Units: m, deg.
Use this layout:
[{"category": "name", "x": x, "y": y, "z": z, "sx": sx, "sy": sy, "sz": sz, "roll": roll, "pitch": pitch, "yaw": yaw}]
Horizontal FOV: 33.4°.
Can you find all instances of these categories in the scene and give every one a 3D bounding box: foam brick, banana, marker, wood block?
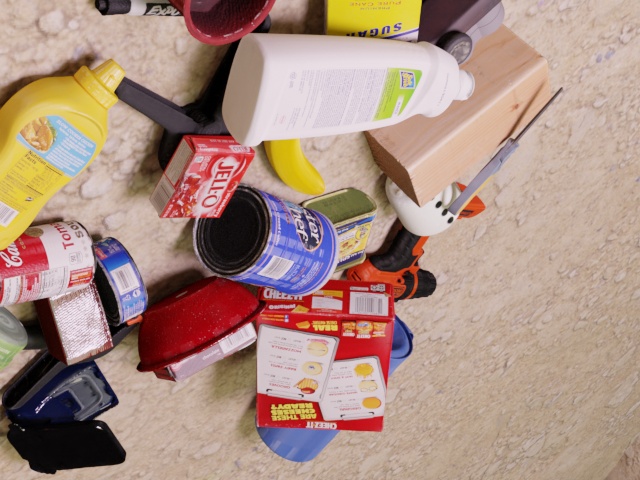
[{"category": "foam brick", "x": -0.249, "y": 0.076, "z": 1.065, "sx": 0.051, "sy": 0.053, "sz": 0.078, "roll": -23, "pitch": 113, "yaw": -30}, {"category": "banana", "x": -0.025, "y": -0.102, "z": 1.129, "sx": 0.069, "sy": 0.037, "sz": 0.198, "roll": -4, "pitch": 148, "yaw": -5}, {"category": "marker", "x": -0.137, "y": -0.200, "z": 0.906, "sx": 0.120, "sy": 0.020, "sz": 0.020, "roll": -10, "pitch": 137, "yaw": -43}, {"category": "wood block", "x": 0.162, "y": -0.147, "z": 1.253, "sx": 0.206, "sy": 0.090, "sz": 0.090, "roll": -38, "pitch": 149, "yaw": -7}]

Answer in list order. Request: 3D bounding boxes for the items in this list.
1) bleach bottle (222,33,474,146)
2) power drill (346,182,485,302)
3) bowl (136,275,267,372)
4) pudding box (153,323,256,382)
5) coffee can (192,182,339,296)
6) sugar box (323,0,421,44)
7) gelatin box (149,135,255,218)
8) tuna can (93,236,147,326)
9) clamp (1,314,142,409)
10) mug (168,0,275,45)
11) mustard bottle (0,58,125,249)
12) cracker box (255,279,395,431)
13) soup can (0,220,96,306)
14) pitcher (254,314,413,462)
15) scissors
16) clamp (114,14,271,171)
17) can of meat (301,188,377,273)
[{"category": "bleach bottle", "x": 0.037, "y": -0.143, "z": 1.018, "sx": 0.250, "sy": 0.068, "sz": 0.103, "roll": -4, "pitch": 130, "yaw": -31}, {"category": "power drill", "x": 0.141, "y": 0.007, "z": 1.456, "sx": 0.184, "sy": 0.057, "sz": 0.188, "roll": 5, "pitch": 126, "yaw": -52}, {"category": "bowl", "x": -0.142, "y": 0.083, "z": 1.182, "sx": 0.162, "sy": 0.055, "sz": 0.162, "roll": -25, "pitch": -172, "yaw": 4}, {"category": "pudding box", "x": -0.141, "y": 0.124, "z": 1.254, "sx": 0.113, "sy": 0.039, "sz": 0.090, "roll": -26, "pitch": -172, "yaw": -23}, {"category": "coffee can", "x": -0.058, "y": 0.001, "z": 1.173, "sx": 0.103, "sy": 0.103, "sz": 0.140, "roll": -50, "pitch": 149, "yaw": 13}, {"category": "sugar box", "x": 0.049, "y": -0.232, "z": 1.023, "sx": 0.093, "sy": 0.048, "sz": 0.176, "roll": -3, "pitch": 139, "yaw": -2}, {"category": "gelatin box", "x": -0.113, "y": -0.061, "z": 1.030, "sx": 0.073, "sy": 0.030, "sz": 0.089, "roll": -2, "pitch": 138, "yaw": -43}, {"category": "tuna can", "x": -0.208, "y": 0.040, "z": 1.066, "sx": 0.033, "sy": 0.086, "sz": 0.086, "roll": -27, "pitch": 147, "yaw": -27}, {"category": "clamp", "x": -0.272, "y": 0.103, "z": 1.120, "sx": 0.171, "sy": 0.039, "sz": 0.120, "roll": -32, "pitch": 151, "yaw": -18}, {"category": "mug", "x": -0.083, "y": -0.228, "z": 0.871, "sx": 0.117, "sy": 0.082, "sz": 0.093, "roll": -41, "pitch": 150, "yaw": -2}, {"category": "mustard bottle", "x": -0.238, "y": -0.081, "z": 0.902, "sx": 0.191, "sy": 0.058, "sz": 0.096, "roll": -44, "pitch": 145, "yaw": 3}, {"category": "cracker box", "x": 0.003, "y": 0.142, "z": 1.315, "sx": 0.164, "sy": 0.072, "sz": 0.214, "roll": 3, "pitch": 133, "yaw": 1}, {"category": "soup can", "x": -0.268, "y": 0.021, "z": 0.989, "sx": 0.102, "sy": 0.069, "sz": 0.069, "roll": -13, "pitch": 139, "yaw": -41}, {"category": "pitcher", "x": 0.018, "y": 0.194, "z": 1.487, "sx": 0.243, "sy": 0.149, "sz": 0.145, "roll": -55, "pitch": -170, "yaw": 27}, {"category": "scissors", "x": 0.225, "y": -0.108, "z": 1.283, "sx": 0.202, "sy": 0.016, "sz": 0.096, "roll": -49, "pitch": 173, "yaw": 19}, {"category": "clamp", "x": -0.124, "y": -0.113, "z": 1.016, "sx": 0.164, "sy": 0.036, "sz": 0.210, "roll": -25, "pitch": 146, "yaw": -28}, {"category": "can of meat", "x": 0.015, "y": -0.010, "z": 1.291, "sx": 0.101, "sy": 0.057, "sz": 0.084, "roll": -19, "pitch": 141, "yaw": -33}]
